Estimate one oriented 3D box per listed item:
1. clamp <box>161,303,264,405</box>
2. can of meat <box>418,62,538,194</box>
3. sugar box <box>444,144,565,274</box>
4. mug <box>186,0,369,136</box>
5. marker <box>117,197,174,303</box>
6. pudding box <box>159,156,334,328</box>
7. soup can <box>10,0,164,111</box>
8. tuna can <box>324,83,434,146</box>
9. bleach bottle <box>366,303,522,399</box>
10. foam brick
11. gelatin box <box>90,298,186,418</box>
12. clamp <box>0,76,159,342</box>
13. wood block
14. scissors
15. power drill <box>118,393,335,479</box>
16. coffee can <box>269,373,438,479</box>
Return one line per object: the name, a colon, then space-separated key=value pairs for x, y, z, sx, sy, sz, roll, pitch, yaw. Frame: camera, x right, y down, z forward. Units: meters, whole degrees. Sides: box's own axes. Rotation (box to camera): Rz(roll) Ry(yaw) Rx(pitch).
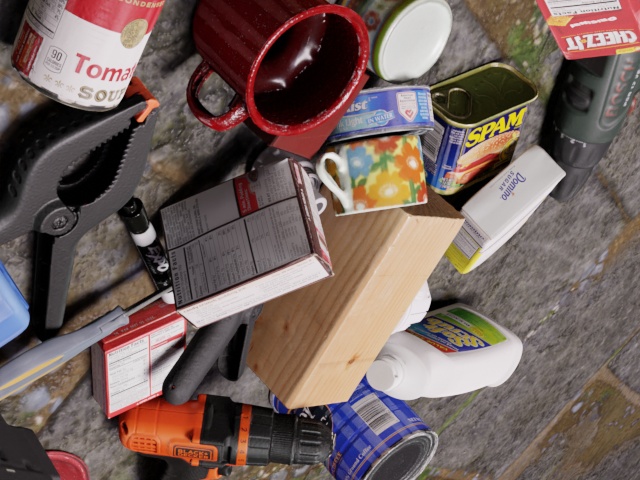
clamp: x=-0.066 y=0.056 z=0.882 sx=0.171 sy=0.039 sz=0.120 roll=-61 pitch=169 yaw=4
can of meat: x=0.132 y=-0.097 z=0.931 sx=0.101 sy=0.057 sz=0.084 roll=-25 pitch=145 yaw=-29
sugar box: x=0.166 y=-0.026 z=1.004 sx=0.093 sy=0.048 sz=0.176 roll=-41 pitch=169 yaw=-9
mug: x=-0.038 y=-0.119 z=0.687 sx=0.117 sy=0.082 sz=0.093 roll=-44 pitch=145 yaw=0
marker: x=-0.125 y=0.008 z=0.793 sx=0.020 sy=0.020 sz=0.121 roll=-36 pitch=147 yaw=-15
pudding box: x=-0.055 y=0.001 z=0.764 sx=0.114 sy=0.090 sz=0.039 roll=-23 pitch=149 yaw=14
soup can: x=-0.124 y=-0.132 z=0.592 sx=0.068 sy=0.069 sz=0.102 roll=0 pitch=128 yaw=-48
tuna can: x=0.042 y=-0.094 z=0.806 sx=0.085 sy=0.086 sz=0.034 roll=-8 pitch=90 yaw=-44
bleach bottle: x=0.118 y=0.120 z=1.072 sx=0.250 sy=0.103 sz=0.068 roll=-7 pitch=128 yaw=-63
foam brick: x=-0.015 y=-0.106 z=0.758 sx=0.051 sy=0.053 sz=0.078 roll=15 pitch=114 yaw=-54
gelatin box: x=-0.146 y=0.093 z=0.857 sx=0.073 sy=0.030 sz=0.089 roll=-23 pitch=142 yaw=-28
clamp: x=-0.184 y=-0.020 z=0.680 sx=0.210 sy=0.036 sz=0.164 roll=-51 pitch=148 yaw=17
wood block: x=0.021 y=0.038 z=0.927 sx=0.090 sy=0.090 sz=0.206 roll=3 pitch=125 yaw=-51
scissors: x=-0.159 y=0.061 z=0.767 sx=0.201 sy=0.016 sz=0.096 roll=-32 pitch=176 yaw=-1
power drill: x=-0.086 y=0.208 z=0.956 sx=0.184 sy=0.057 sz=0.188 roll=8 pitch=135 yaw=-1
coffee can: x=0.031 y=0.176 z=1.046 sx=0.102 sy=0.140 sz=0.103 roll=-29 pitch=145 yaw=-24
